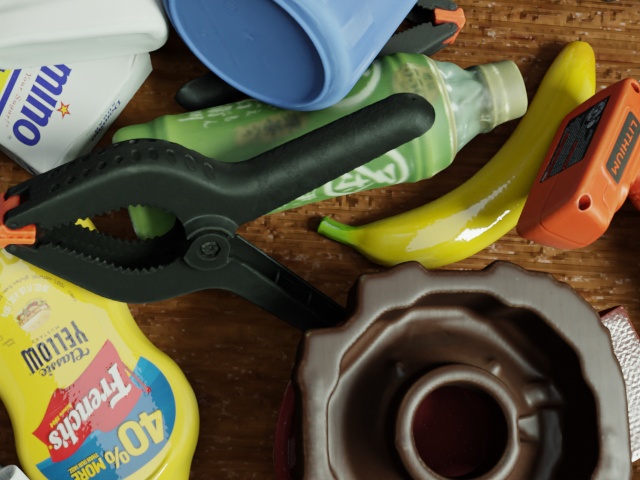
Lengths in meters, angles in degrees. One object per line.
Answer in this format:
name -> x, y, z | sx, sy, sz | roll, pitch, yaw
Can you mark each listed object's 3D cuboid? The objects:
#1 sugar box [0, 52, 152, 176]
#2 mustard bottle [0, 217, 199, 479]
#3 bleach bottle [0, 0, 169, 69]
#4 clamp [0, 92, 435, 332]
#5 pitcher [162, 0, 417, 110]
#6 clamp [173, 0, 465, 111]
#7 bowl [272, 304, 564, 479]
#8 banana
sugar box -> -0.191, -0.116, 0.593 | 0.176, 0.048, 0.093 | 34, 80, 1
mustard bottle -> -0.120, 0.086, 0.565 | 0.096, 0.058, 0.191 | -31, 87, -8
bleach bottle -> -0.142, -0.220, 0.545 | 0.102, 0.068, 0.251 | -9, 89, -8
clamp -> -0.054, 0.001, 0.541 | 0.209, 0.165, 0.036 | -4, 40, -11
pitcher -> 0.014, -0.189, 0.560 | 0.145, 0.149, 0.242 | 36, 66, -8
clamp -> -0.005, -0.139, 0.619 | 0.171, 0.039, 0.120 | -6, 88, -10
bowl -> 0.053, 0.113, 0.580 | 0.162, 0.055, 0.162 | 1, 82, -6
banana -> 0.096, -0.039, 0.615 | 0.197, 0.037, 0.069 | -35, 87, -9
